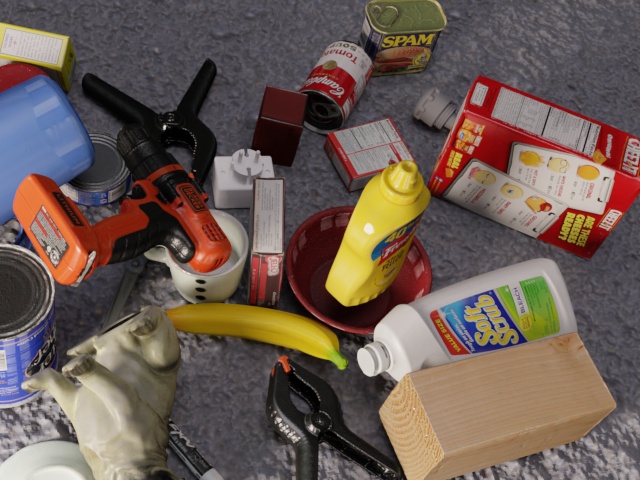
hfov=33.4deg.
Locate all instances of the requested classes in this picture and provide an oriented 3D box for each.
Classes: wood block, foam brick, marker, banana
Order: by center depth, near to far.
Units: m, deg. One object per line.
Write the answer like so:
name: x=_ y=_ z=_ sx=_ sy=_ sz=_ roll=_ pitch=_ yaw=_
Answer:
marker: x=-0.140 y=0.195 z=1.042 sx=0.020 sy=0.020 sz=0.121 roll=-35 pitch=69 yaw=-30
wood block: x=0.177 y=0.170 z=1.076 sx=0.205 sy=0.090 sz=0.091 roll=-10 pitch=60 yaw=-25
banana: x=-0.065 y=0.090 z=1.105 sx=0.198 sy=0.069 sz=0.037 roll=11 pitch=97 yaw=3
foam brick: x=-0.048 y=-0.133 z=1.247 sx=0.053 sy=0.078 sz=0.051 roll=13 pitch=54 yaw=-7

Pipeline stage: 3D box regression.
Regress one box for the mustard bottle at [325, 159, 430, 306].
mustard bottle: x=0.063 y=-0.015 z=1.053 sx=0.096 sy=0.192 sz=0.058 roll=-35 pitch=69 yaw=-30

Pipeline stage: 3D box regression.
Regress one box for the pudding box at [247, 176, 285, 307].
pudding box: x=-0.057 y=0.001 z=1.141 sx=0.039 sy=0.090 sz=0.113 roll=2 pitch=49 yaw=-7

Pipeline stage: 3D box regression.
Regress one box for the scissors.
scissors: x=-0.179 y=0.023 z=1.151 sx=0.096 sy=0.016 sz=0.201 roll=6 pitch=56 yaw=-9

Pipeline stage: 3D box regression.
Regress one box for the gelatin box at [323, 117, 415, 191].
gelatin box: x=0.059 y=-0.103 z=1.280 sx=0.089 sy=0.030 sz=0.073 roll=-16 pitch=60 yaw=-22

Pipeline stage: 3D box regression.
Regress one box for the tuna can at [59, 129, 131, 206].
tuna can: x=-0.254 y=-0.080 z=1.192 sx=0.086 sy=0.034 sz=0.086 roll=6 pitch=56 yaw=-9

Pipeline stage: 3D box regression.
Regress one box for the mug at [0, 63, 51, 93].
mug: x=-0.346 y=-0.140 z=1.182 sx=0.117 sy=0.082 sz=0.093 roll=-9 pitch=59 yaw=-18

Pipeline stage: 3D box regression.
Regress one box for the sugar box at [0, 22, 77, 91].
sugar box: x=-0.373 y=-0.219 z=1.219 sx=0.176 sy=0.093 sz=0.048 roll=14 pitch=79 yaw=-5

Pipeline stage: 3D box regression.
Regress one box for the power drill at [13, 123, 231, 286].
power drill: x=-0.195 y=-0.036 z=1.029 sx=0.187 sy=0.057 sz=0.184 roll=-15 pitch=60 yaw=-46

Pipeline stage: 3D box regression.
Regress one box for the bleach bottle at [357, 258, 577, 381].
bleach bottle: x=0.150 y=0.096 z=1.111 sx=0.250 sy=0.068 sz=0.102 roll=-17 pitch=92 yaw=-30

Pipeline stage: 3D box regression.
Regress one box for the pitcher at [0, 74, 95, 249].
pitcher: x=-0.350 y=-0.056 z=1.074 sx=0.242 sy=0.149 sz=0.145 roll=-32 pitch=61 yaw=-15

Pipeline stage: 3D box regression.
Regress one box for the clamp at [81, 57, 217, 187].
clamp: x=-0.168 y=-0.136 z=1.245 sx=0.164 sy=0.036 sz=0.210 roll=-17 pitch=57 yaw=-22

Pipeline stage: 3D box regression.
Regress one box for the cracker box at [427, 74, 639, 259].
cracker box: x=0.247 y=-0.083 z=1.226 sx=0.213 sy=0.164 sz=0.072 roll=22 pitch=57 yaw=3

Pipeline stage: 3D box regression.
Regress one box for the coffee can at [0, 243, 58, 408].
coffee can: x=-0.301 y=0.083 z=1.007 sx=0.102 sy=0.140 sz=0.103 roll=6 pitch=56 yaw=-9

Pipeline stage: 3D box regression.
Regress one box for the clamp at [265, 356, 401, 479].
clamp: x=-0.009 y=0.195 z=1.055 sx=0.120 sy=0.039 sz=0.171 roll=-19 pitch=59 yaw=-44

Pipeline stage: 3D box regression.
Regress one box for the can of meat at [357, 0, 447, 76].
can of meat: x=0.099 y=-0.258 z=1.359 sx=0.102 sy=0.084 sz=0.057 roll=-7 pitch=59 yaw=-17

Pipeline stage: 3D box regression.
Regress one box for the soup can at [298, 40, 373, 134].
soup can: x=0.017 y=-0.188 z=1.304 sx=0.068 sy=0.069 sz=0.102 roll=26 pitch=55 yaw=5

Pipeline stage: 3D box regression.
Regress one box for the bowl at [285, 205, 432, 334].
bowl: x=0.037 y=0.042 z=1.161 sx=0.162 sy=0.055 sz=0.162 roll=6 pitch=56 yaw=-9
